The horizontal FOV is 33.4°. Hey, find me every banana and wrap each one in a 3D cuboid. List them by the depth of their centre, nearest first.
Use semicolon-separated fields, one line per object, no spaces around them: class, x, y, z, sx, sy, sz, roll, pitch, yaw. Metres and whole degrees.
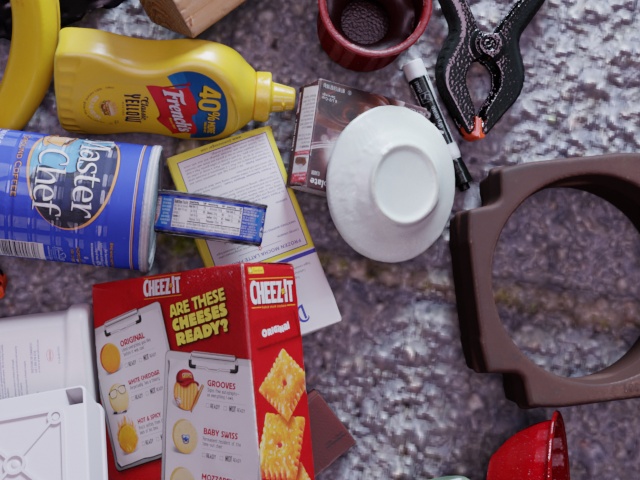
banana;-0.242;-0.167;0.852;0.069;0.037;0.198;1;121;-3

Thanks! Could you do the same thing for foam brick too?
foam brick;-0.017;0.167;0.877;0.078;0.051;0.053;-38;90;-7

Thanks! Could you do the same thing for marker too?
marker;0.102;-0.099;0.926;0.020;0.020;0.121;-23;88;-7

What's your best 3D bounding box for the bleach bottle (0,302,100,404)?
bleach bottle;-0.305;0.111;0.851;0.250;0.068;0.102;-5;88;-3

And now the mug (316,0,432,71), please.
mug;0.033;-0.199;0.897;0.093;0.081;0.117;-35;89;-7

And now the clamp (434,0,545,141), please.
clamp;0.132;-0.175;0.925;0.120;0.039;0.171;15;84;-2

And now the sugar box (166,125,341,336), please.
sugar box;-0.056;0.001;0.891;0.093;0.048;0.176;-19;91;-7

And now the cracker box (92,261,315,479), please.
cracker box;-0.090;0.131;0.825;0.164;0.071;0.214;-9;84;36

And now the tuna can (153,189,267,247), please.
tuna can;-0.085;-0.017;0.823;0.086;0.086;0.034;8;89;-5

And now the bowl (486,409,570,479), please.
bowl;0.166;0.217;0.850;0.055;0.162;0.162;-3;85;18

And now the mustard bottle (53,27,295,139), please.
mustard bottle;-0.116;-0.123;0.871;0.191;0.096;0.058;3;53;-6

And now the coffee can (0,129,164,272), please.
coffee can;-0.201;-0.032;0.852;0.140;0.103;0.103;6;85;-4

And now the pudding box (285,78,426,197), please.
pudding box;0.031;-0.077;0.889;0.113;0.039;0.090;11;83;-29
